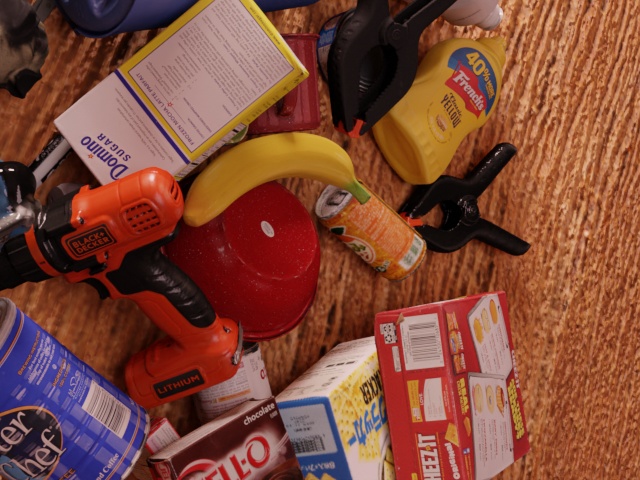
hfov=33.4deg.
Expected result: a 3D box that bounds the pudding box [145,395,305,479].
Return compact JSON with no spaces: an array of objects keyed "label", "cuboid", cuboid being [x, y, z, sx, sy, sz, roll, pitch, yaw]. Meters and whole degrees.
[{"label":"pudding box","cuboid":[-0.070,0.184,0.827,0.113,0.039,0.090,-27,101,-42]}]

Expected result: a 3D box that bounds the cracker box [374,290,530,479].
[{"label":"cracker box","cuboid":[0.125,0.136,0.987,0.213,0.072,0.164,-1,82,-66]}]

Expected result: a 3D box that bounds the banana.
[{"label":"banana","cuboid":[-0.038,-0.055,0.879,0.197,0.037,0.070,-10,63,-40]}]

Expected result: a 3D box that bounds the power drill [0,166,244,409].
[{"label":"power drill","cuboid":[-0.157,0.046,0.814,0.057,0.185,0.187,-89,154,-53]}]

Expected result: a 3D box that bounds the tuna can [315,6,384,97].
[{"label":"tuna can","cuboid":[0.038,-0.180,1.027,0.085,0.034,0.086,3,85,-36]}]

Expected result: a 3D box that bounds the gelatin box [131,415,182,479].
[{"label":"gelatin box","cuboid":[-0.126,0.180,0.856,0.030,0.073,0.089,-44,112,-30]}]

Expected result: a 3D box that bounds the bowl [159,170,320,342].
[{"label":"bowl","cuboid":[-0.056,0.001,0.901,0.161,0.055,0.162,17,57,-29]}]

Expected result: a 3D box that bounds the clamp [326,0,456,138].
[{"label":"clamp","cuboid":[0.054,-0.198,0.969,0.164,0.036,0.210,23,96,-37]}]

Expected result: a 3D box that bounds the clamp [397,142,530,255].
[{"label":"clamp","cuboid":[0.151,-0.023,1.096,0.171,0.039,0.120,-22,95,-29]}]

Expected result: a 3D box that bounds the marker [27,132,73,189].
[{"label":"marker","cuboid":[-0.215,-0.063,0.843,0.020,0.020,0.121,49,61,-23]}]

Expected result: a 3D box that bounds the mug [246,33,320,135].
[{"label":"mug","cuboid":[-0.039,-0.134,0.921,0.093,0.117,0.081,-7,96,-18]}]

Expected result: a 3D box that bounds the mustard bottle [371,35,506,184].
[{"label":"mustard bottle","cuboid":[0.132,-0.148,1.079,0.191,0.058,0.096,-47,118,-30]}]

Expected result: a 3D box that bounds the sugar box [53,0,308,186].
[{"label":"sugar box","cuboid":[-0.105,-0.108,0.814,0.176,0.048,0.093,-38,89,7]}]

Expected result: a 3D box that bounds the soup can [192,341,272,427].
[{"label":"soup can","cuboid":[-0.072,0.143,0.902,0.068,0.069,0.102,-18,96,-36]}]

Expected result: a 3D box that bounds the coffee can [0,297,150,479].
[{"label":"coffee can","cuboid":[-0.210,0.124,0.780,0.140,0.103,0.102,45,63,-25]}]
